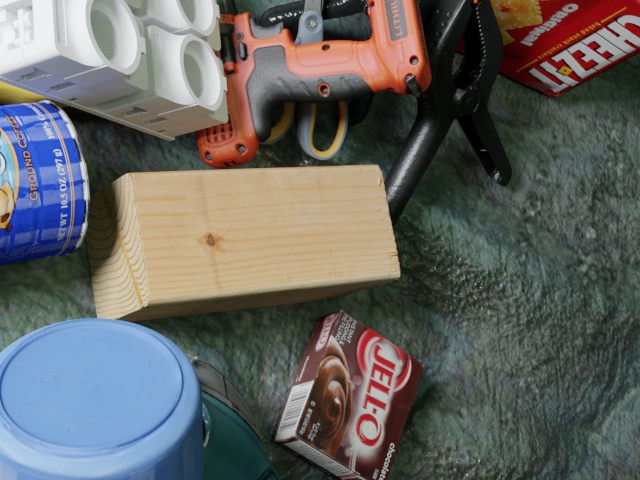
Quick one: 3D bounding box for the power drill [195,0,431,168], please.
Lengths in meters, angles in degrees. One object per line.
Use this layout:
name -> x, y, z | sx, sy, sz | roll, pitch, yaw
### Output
power drill -> -0.019, -0.159, 0.802 | 0.057, 0.188, 0.184 | 18, 61, -76

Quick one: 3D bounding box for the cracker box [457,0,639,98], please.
cracker box -> 0.188, -0.218, 0.950 | 0.213, 0.164, 0.072 | 20, 64, -27

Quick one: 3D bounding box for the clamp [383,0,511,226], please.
clamp -> 0.118, -0.117, 0.897 | 0.164, 0.036, 0.210 | -14, 122, -40

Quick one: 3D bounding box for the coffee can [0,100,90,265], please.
coffee can -> -0.229, -0.030, 0.660 | 0.140, 0.103, 0.103 | -11, 83, -35

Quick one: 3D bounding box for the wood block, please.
wood block -> -0.055, 0.001, 0.774 | 0.205, 0.090, 0.091 | -4, 80, -34

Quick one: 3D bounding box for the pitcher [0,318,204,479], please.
pitcher -> -0.123, 0.171, 0.570 | 0.144, 0.243, 0.149 | -19, 43, -31

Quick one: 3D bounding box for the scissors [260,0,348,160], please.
scissors -> -0.025, -0.161, 0.844 | 0.096, 0.016, 0.202 | -10, 99, -13

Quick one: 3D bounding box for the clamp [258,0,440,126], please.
clamp -> 0.049, -0.178, 0.876 | 0.120, 0.171, 0.039 | 54, 12, -21

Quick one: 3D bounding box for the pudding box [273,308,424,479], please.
pudding box -> 0.023, 0.123, 0.820 | 0.090, 0.039, 0.113 | 34, 60, -21
